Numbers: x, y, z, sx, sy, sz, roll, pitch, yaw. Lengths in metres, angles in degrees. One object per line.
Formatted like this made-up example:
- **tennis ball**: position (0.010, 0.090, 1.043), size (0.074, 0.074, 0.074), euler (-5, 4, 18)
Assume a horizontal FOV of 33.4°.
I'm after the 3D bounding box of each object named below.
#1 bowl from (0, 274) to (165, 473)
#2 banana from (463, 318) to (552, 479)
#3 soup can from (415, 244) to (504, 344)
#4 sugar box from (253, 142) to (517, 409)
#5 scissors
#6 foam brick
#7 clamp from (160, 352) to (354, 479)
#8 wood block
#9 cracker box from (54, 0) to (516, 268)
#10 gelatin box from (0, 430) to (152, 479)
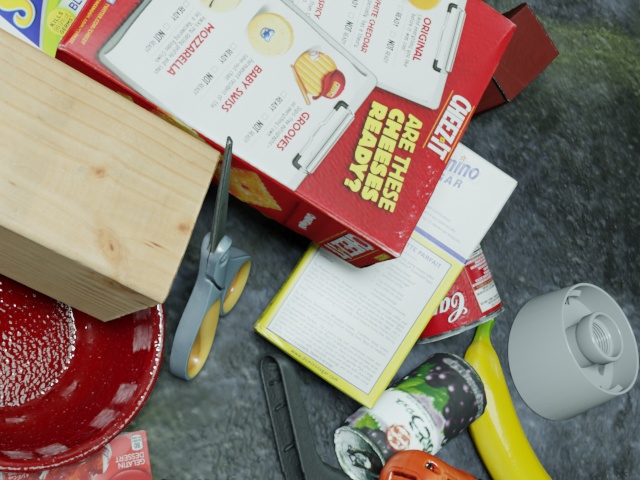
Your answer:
- **bowl**: position (-0.171, 0.049, 0.599), size (0.161, 0.055, 0.162), euler (8, 75, -31)
- **banana**: position (0.148, 0.155, 0.787), size (0.069, 0.037, 0.198), euler (-26, 93, -33)
- **soup can**: position (0.081, 0.014, 0.758), size (0.068, 0.069, 0.102), euler (-22, 91, -34)
- **sugar box**: position (0.041, 0.011, 0.699), size (0.093, 0.048, 0.176), euler (34, 83, -2)
- **scissors**: position (-0.054, 0.001, 0.623), size (0.016, 0.202, 0.096), euler (25, 39, 7)
- **foam brick**: position (0.138, -0.141, 0.838), size (0.078, 0.053, 0.051), euler (-43, 103, -32)
- **clamp**: position (-0.012, 0.158, 0.686), size (0.171, 0.039, 0.120), euler (44, 64, -23)
- **wood block**: position (-0.168, -0.046, 0.534), size (0.205, 0.091, 0.090), euler (28, 66, -23)
- **cracker box**: position (-0.019, -0.107, 0.611), size (0.213, 0.072, 0.164), euler (32, 74, -11)
- **gelatin box**: position (-0.139, 0.152, 0.612), size (0.089, 0.030, 0.073), euler (-4, 82, -32)
